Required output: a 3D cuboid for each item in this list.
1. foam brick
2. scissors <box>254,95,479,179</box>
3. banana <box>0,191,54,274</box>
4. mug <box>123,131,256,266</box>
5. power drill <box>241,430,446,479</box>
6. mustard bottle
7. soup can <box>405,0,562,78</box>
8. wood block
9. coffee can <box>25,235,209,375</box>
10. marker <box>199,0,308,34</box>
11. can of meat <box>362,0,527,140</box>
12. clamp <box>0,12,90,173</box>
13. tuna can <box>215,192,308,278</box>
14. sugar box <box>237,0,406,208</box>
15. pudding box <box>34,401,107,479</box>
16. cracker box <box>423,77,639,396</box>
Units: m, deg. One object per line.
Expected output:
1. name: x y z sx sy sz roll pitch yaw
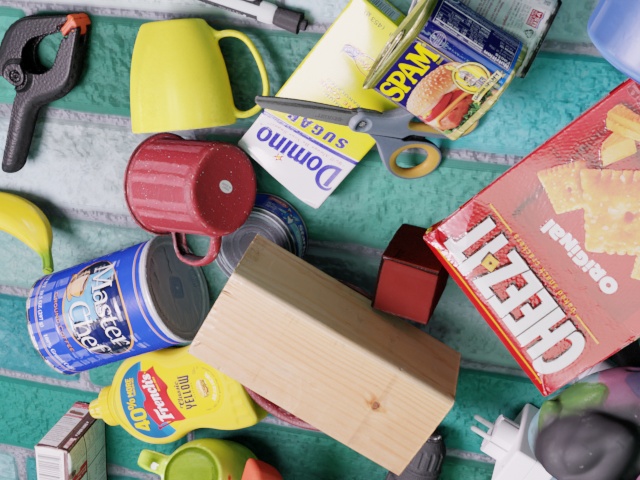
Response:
1. foam brick: 0.081 0.027 0.923 0.053 0.078 0.051 16 117 13
2. scissors: 0.033 -0.083 0.861 0.201 0.016 0.096 -5 140 -22
3. banana: -0.336 -0.019 1.049 0.198 0.069 0.037 10 152 22
4. mug: -0.110 -0.035 0.932 0.082 0.093 0.117 7 102 42
5. power drill: 0.017 0.251 1.010 0.187 0.057 0.184 8 114 -18
6. mustard bottle: -0.149 0.150 1.060 0.192 0.058 0.096 -16 92 24
7. soup can: 0.126 -0.176 0.825 0.102 0.068 0.069 26 118 5
8. wood block: 0.005 0.095 0.904 0.206 0.090 0.091 31 115 -2
9. coffee can: -0.191 0.062 1.012 0.140 0.102 0.103 -18 106 24
10. marker: -0.068 -0.201 0.905 0.121 0.020 0.020 21 117 9
11. can of meat: 0.092 -0.131 0.797 0.084 0.057 0.102 31 148 -8
12. clamp: -0.270 -0.142 0.985 0.172 0.039 0.120 -27 104 26
13. tuna can: -0.056 0.001 0.980 0.086 0.033 0.086 7 114 15
14. sugar box: 0.017 -0.117 0.899 0.093 0.048 0.176 40 117 -2
15. pudding box: -0.259 0.241 1.119 0.039 0.090 0.113 10 115 12
16. cracker box: 0.214 -0.005 0.836 0.214 0.072 0.164 -38 86 17
